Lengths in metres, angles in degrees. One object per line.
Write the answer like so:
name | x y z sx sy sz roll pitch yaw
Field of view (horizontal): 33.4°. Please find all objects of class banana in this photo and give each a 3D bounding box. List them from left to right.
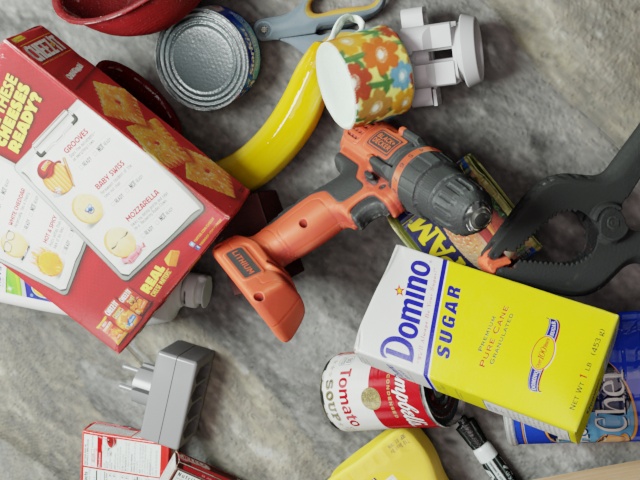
banana | -0.054 -0.085 0.902 0.198 0.037 0.069 -35 104 20

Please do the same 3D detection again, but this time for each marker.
marker | 0.154 0.200 0.903 0.020 0.020 0.121 -36 88 16

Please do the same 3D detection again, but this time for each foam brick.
foam brick | -0.056 0.001 0.914 0.053 0.051 0.078 -19 92 17

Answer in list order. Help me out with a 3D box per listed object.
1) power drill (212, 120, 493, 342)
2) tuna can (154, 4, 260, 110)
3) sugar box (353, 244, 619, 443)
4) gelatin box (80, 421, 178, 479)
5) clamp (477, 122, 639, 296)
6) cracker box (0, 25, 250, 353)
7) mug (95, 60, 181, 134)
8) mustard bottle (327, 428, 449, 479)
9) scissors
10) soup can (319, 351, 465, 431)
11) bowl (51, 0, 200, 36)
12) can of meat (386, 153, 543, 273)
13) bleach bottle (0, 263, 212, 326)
power drill | 0.021 -0.008 0.814 0.187 0.185 0.057 -38 123 -7
tuna can | -0.094 -0.155 0.900 0.086 0.033 0.086 6 110 18
sugar box | 0.121 0.073 0.788 0.176 0.048 0.093 18 74 21
gelatin box | -0.176 0.211 0.985 0.089 0.030 0.073 6 100 13
clamp | 0.219 -0.025 0.818 0.210 0.036 0.164 -12 91 -6
cracker box | -0.190 -0.039 0.852 0.213 0.072 0.164 39 115 -4
mug | -0.188 -0.102 0.914 0.082 0.093 0.117 -42 94 21
mustard bottle | 0.097 0.252 0.904 0.096 0.058 0.191 -40 86 17
scissors | -0.033 -0.162 0.904 0.202 0.016 0.096 -18 95 19
soup can | 0.059 0.122 0.877 0.102 0.068 0.068 -10 95 36
bowl | -0.141 -0.221 0.879 0.162 0.055 0.162 -18 48 21
can of meat | 0.118 -0.008 0.865 0.084 0.057 0.102 -39 88 13
bleach bottle | -0.219 0.016 0.954 0.251 0.068 0.102 9 101 11
